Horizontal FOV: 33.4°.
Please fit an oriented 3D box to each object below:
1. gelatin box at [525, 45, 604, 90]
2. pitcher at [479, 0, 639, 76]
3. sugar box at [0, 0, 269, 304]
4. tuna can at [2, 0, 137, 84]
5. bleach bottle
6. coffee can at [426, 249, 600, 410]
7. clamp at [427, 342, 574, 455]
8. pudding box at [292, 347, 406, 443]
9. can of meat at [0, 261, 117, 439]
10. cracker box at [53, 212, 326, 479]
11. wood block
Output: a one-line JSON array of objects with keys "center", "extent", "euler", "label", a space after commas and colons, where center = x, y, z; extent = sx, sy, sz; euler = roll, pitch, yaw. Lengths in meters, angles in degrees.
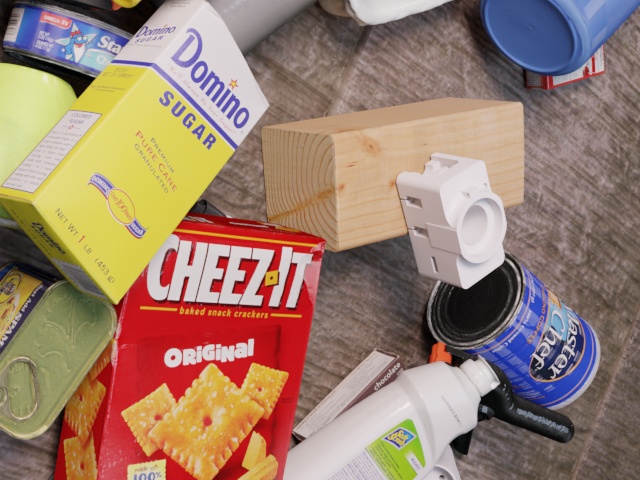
[{"center": [0.232, -0.188, 1.017], "extent": [0.089, 0.030, 0.073], "euler": [-20, 110, -34], "label": "gelatin box"}, {"center": [0.238, -0.264, 0.938], "extent": [0.242, 0.149, 0.145], "euler": [-48, 136, -25], "label": "pitcher"}, {"center": [-0.108, -0.058, 0.653], "extent": [0.176, 0.048, 0.093], "euler": [-54, 136, -24], "label": "sugar box"}, {"center": [-0.157, -0.123, 0.681], "extent": [0.086, 0.086, 0.034], "euler": [17, 90, -40], "label": "tuna can"}, {"center": [0.040, 0.183, 0.865], "extent": [0.251, 0.068, 0.102], "euler": [-36, 121, -4], "label": "bleach bottle"}, {"center": [0.179, 0.084, 0.986], "extent": [0.140, 0.103, 0.103], "euler": [37, 76, -37], "label": "coffee can"}, {"center": [0.137, 0.149, 0.968], "extent": [0.171, 0.120, 0.039], "euler": [40, 40, -31], "label": "clamp"}, {"center": [0.040, 0.164, 0.932], "extent": [0.113, 0.039, 0.090], "euler": [-44, 123, -23], "label": "pudding box"}, {"center": [-0.194, 0.067, 0.693], "extent": [0.057, 0.084, 0.102], "euler": [44, 72, -36], "label": "can of meat"}, {"center": [-0.091, 0.090, 0.765], "extent": [0.163, 0.072, 0.214], "euler": [6, 96, -40], "label": "cracker box"}, {"center": [0.064, -0.059, 0.870], "extent": [0.205, 0.091, 0.090], "euler": [-14, 108, -36], "label": "wood block"}]
